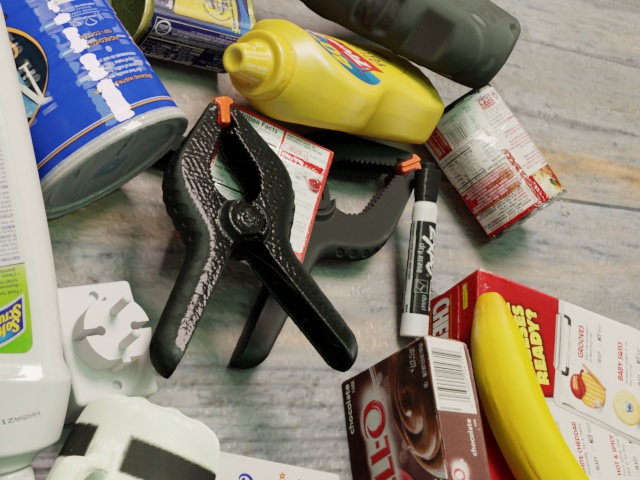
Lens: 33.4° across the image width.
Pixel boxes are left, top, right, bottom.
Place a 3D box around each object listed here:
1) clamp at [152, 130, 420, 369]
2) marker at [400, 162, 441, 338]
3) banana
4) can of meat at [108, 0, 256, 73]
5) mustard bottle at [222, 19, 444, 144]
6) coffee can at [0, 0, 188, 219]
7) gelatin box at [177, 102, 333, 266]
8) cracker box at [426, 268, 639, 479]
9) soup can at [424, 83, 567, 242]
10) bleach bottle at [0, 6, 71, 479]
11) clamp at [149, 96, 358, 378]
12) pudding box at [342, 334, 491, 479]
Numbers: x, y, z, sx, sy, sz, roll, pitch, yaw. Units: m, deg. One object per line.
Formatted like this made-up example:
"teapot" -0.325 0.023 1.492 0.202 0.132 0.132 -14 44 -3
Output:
"clamp" -0.019 -0.029 0.705 0.209 0.036 0.164 -30 85 -37
"marker" 0.069 0.006 0.732 0.020 0.020 0.121 10 81 -30
"banana" 0.138 0.125 0.640 0.069 0.037 0.198 -27 81 -52
"can of meat" -0.095 -0.166 0.715 0.083 0.058 0.102 7 62 -34
"mustard bottle" 0.000 -0.105 0.697 0.096 0.058 0.191 40 21 26
"coffee can" -0.155 -0.098 0.604 0.102 0.103 0.140 -30 85 -41
"gelatin box" -0.038 -0.030 0.654 0.073 0.030 0.089 24 60 -14
"cracker box" 0.173 0.132 0.729 0.213 0.072 0.164 20 56 -24
"soup can" 0.128 -0.059 0.803 0.068 0.069 0.102 -31 85 -41
"bleach bottle" -0.184 0.011 0.522 0.102 0.068 0.251 -10 92 -14
"clamp" -0.054 0.001 0.590 0.120 0.039 0.171 -4 65 -39
"pudding box" 0.056 0.125 0.639 0.039 0.090 0.113 13 59 -31
